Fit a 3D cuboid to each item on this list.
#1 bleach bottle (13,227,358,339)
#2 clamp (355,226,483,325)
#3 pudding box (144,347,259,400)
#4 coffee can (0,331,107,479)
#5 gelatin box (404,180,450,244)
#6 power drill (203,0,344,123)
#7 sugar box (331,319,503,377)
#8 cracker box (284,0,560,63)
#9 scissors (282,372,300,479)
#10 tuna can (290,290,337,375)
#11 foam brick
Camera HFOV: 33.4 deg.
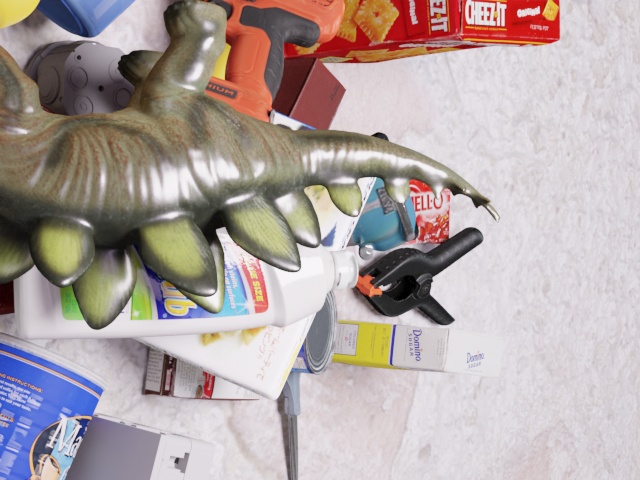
[{"bbox_3d":[-0.093,0.018,0.781,0.250,0.068,0.102,-2,94,-20],"label":"bleach bottle"},{"bbox_3d":[0.104,0.052,1.158,0.171,0.039,0.120,-11,117,-35],"label":"clamp"},{"bbox_3d":[-0.099,0.097,0.955,0.113,0.039,0.090,11,82,-49],"label":"pudding box"},{"bbox_3d":[-0.230,0.148,0.774,0.102,0.103,0.140,37,66,-41],"label":"coffee can"},{"bbox_3d":[0.106,-0.032,1.166,0.089,0.030,0.073,-1,93,-47],"label":"gelatin box"},{"bbox_3d":[-0.084,-0.166,0.858,0.184,0.057,0.187,19,55,-3],"label":"power drill"},{"bbox_3d":[0.078,0.105,1.040,0.093,0.177,0.048,13,83,-46],"label":"sugar box"},{"bbox_3d":[0.093,-0.210,1.008,0.163,0.214,0.072,-10,100,-46],"label":"cracker box"},{"bbox_3d":[-0.033,0.154,1.023,0.096,0.016,0.202,2,91,-72],"label":"scissors"},{"bbox_3d":[-0.013,0.080,0.987,0.086,0.034,0.086,3,90,-70],"label":"tuna can"},{"bbox_3d":[-0.021,-0.127,1.012,0.053,0.051,0.078,42,63,-40],"label":"foam brick"}]
